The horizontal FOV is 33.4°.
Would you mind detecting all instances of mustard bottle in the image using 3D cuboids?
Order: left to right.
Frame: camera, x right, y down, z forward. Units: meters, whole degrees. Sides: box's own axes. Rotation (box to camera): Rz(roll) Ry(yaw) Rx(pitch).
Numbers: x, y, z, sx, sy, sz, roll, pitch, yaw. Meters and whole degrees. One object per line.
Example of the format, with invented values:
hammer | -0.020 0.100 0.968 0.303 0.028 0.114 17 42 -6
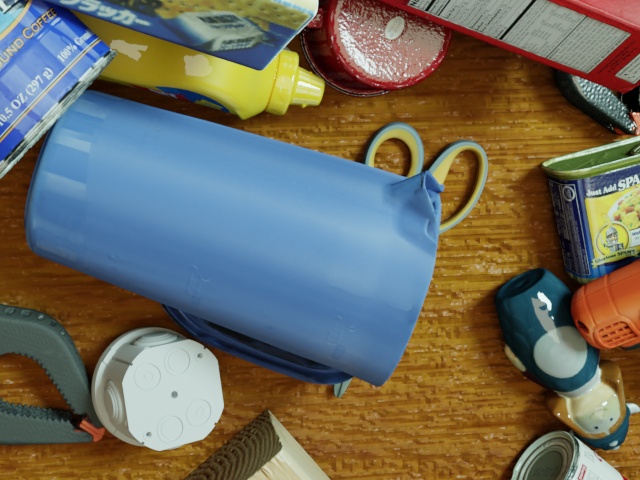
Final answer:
mustard bottle | -0.091 -0.115 0.662 0.191 0.096 0.058 12 97 -11

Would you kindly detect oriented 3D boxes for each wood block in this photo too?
wood block | -0.001 0.230 0.735 0.091 0.090 0.206 -40 102 -2

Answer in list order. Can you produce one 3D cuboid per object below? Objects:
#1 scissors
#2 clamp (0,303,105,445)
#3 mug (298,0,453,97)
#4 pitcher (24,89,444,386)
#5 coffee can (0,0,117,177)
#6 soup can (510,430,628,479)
scissors | 0.037 0.004 0.742 0.096 0.016 0.202 37 92 -11
clamp | -0.239 0.079 0.700 0.210 0.036 0.164 42 90 -15
mug | 0.025 -0.139 0.683 0.117 0.081 0.093 7 98 -10
pitcher | -0.054 0.001 0.671 0.243 0.145 0.149 18 87 -3
coffee can | -0.191 -0.109 0.548 0.140 0.103 0.103 44 91 -13
soup can | 0.193 0.192 0.767 0.102 0.068 0.068 39 92 -15
